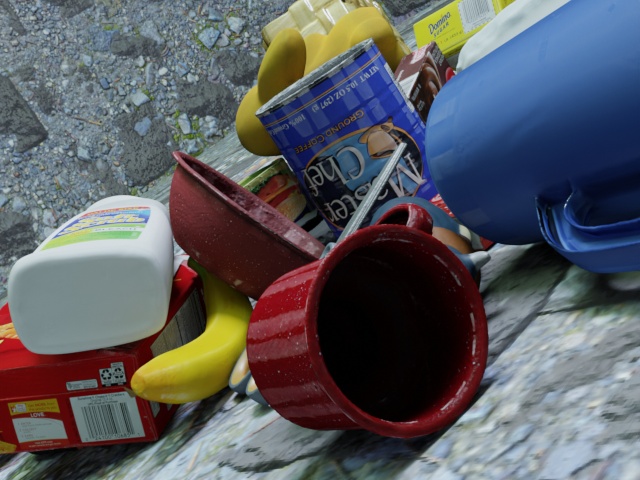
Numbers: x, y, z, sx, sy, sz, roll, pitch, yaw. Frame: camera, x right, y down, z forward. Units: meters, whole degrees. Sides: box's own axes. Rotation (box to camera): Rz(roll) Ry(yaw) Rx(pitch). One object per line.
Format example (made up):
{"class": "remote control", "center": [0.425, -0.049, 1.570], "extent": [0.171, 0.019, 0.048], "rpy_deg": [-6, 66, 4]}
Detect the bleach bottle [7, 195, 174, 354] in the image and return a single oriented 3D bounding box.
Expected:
{"class": "bleach bottle", "center": [-0.159, 0.010, 0.787], "extent": [0.102, 0.068, 0.251], "rpy_deg": [-7, 14, -6]}

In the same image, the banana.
{"class": "banana", "center": [-0.079, 0.068, 0.735], "extent": [0.197, 0.069, 0.037], "rpy_deg": [-81, 12, -69]}

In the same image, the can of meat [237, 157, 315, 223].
{"class": "can of meat", "center": [-0.052, -0.016, 0.975], "extent": [0.102, 0.084, 0.058], "rpy_deg": [-39, 13, -33]}

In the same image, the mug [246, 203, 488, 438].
{"class": "mug", "center": [0.020, 0.035, 0.498], "extent": [0.082, 0.093, 0.117], "rpy_deg": [-23, 44, 60]}

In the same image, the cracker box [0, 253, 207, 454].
{"class": "cracker box", "center": [-0.175, 0.079, 0.801], "extent": [0.164, 0.072, 0.213], "rpy_deg": [-8, 17, 11]}

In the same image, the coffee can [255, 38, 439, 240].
{"class": "coffee can", "center": [0.032, -0.062, 0.788], "extent": [0.103, 0.140, 0.103], "rpy_deg": [-32, 11, 7]}

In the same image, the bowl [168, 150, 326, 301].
{"class": "bowl", "center": [-0.055, 0.001, 0.787], "extent": [0.055, 0.162, 0.162], "rpy_deg": [-55, 10, 4]}

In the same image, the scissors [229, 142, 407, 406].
{"class": "scissors", "center": [-0.005, 0.025, 0.692], "extent": [0.096, 0.016, 0.201], "rpy_deg": [-34, 23, 53]}

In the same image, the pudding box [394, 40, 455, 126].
{"class": "pudding box", "center": [0.093, -0.100, 0.879], "extent": [0.039, 0.090, 0.113], "rpy_deg": [-23, 24, 33]}

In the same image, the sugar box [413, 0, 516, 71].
{"class": "sugar box", "center": [0.177, -0.181, 0.955], "extent": [0.175, 0.048, 0.094], "rpy_deg": [-1, -14, -44]}

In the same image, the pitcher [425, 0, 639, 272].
{"class": "pitcher", "center": [0.155, -0.062, 0.515], "extent": [0.149, 0.145, 0.243], "rpy_deg": [-15, -4, -32]}
